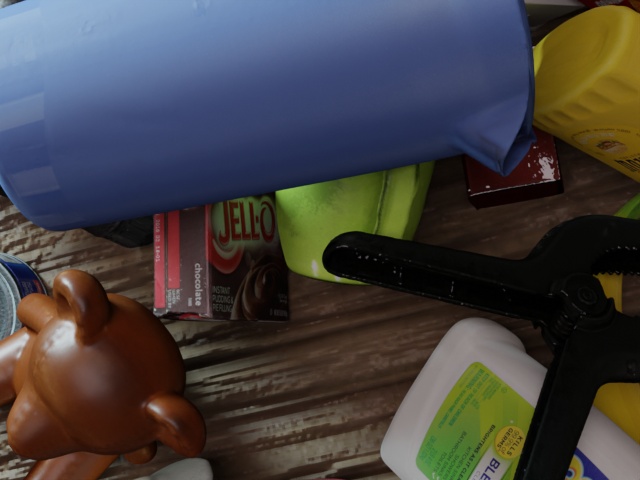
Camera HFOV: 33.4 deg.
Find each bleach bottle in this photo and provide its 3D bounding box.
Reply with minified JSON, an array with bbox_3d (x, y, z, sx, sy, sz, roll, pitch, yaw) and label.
[{"bbox_3d":[0.140,0.139,0.502,0.251,0.068,0.102,36,97,44],"label":"bleach bottle"}]

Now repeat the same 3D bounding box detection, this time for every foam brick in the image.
[{"bbox_3d":[0.103,-0.062,0.595,0.051,0.053,0.078,-10,82,14],"label":"foam brick"}]

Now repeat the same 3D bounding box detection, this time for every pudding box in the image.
[{"bbox_3d":[-0.054,0.001,0.600,0.039,0.113,0.090,-2,84,18],"label":"pudding box"}]

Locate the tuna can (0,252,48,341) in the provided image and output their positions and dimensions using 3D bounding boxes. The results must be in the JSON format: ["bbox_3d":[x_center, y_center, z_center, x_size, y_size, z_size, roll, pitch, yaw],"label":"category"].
[{"bbox_3d":[-0.219,0.049,0.681,0.086,0.033,0.086,-1,84,15],"label":"tuna can"}]

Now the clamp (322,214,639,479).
[{"bbox_3d":[0.123,0.046,0.515,0.209,0.036,0.165,-12,59,-23],"label":"clamp"}]

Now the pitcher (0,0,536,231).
[{"bbox_3d":[-0.030,-0.091,0.493,0.243,0.149,0.145,-13,113,9],"label":"pitcher"}]
